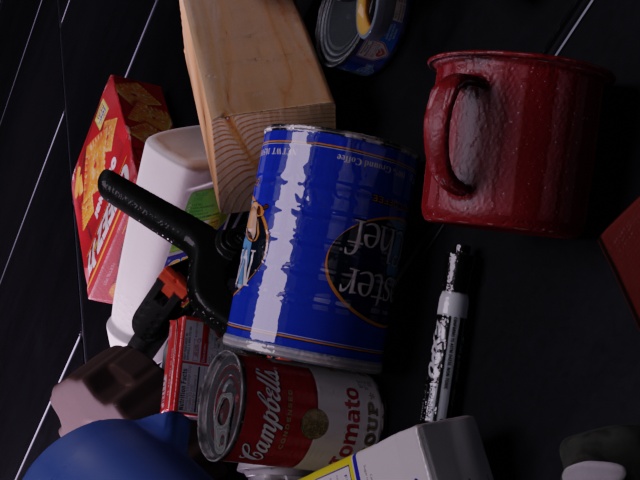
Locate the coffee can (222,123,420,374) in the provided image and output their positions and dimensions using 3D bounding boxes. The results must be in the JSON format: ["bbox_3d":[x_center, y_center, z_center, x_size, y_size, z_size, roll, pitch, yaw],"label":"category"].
[{"bbox_3d":[0.001,0.006,0.679,0.103,0.102,0.140,3,81,64],"label":"coffee can"}]

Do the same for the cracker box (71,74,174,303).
[{"bbox_3d":[-0.215,-0.057,1.176,0.164,0.072,0.214,-63,30,29],"label":"cracker box"}]

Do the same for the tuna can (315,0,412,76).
[{"bbox_3d":[0.031,-0.163,0.771,0.086,0.033,0.086,-37,47,53],"label":"tuna can"}]

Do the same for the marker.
[{"bbox_3d":[0.072,0.062,0.607,0.020,0.020,0.121,-2,77,63],"label":"marker"}]

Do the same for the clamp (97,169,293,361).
[{"bbox_3d":[-0.055,0.001,0.807,0.210,0.164,0.036,57,158,28],"label":"clamp"}]

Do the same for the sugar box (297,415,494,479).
[{"bbox_3d":[0.033,0.165,0.594,0.177,0.048,0.093,-36,63,51],"label":"sugar box"}]

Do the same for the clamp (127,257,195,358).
[{"bbox_3d":[-0.130,0.064,0.882,0.120,0.039,0.171,-54,-6,-11],"label":"clamp"}]

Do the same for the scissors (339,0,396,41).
[{"bbox_3d":[0.046,-0.202,0.656,0.202,0.016,0.096,125,137,-60],"label":"scissors"}]

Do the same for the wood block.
[{"bbox_3d":[-0.053,-0.125,0.828,0.206,0.090,0.091,-107,12,-45],"label":"wood block"}]

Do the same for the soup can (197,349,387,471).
[{"bbox_3d":[-0.018,0.110,0.672,0.069,0.102,0.068,-37,47,53],"label":"soup can"}]

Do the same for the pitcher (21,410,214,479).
[{"bbox_3d":[-0.091,0.214,0.632,0.243,0.144,0.149,19,118,56],"label":"pitcher"}]

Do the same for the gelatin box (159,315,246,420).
[{"bbox_3d":[-0.073,0.100,0.801,0.030,0.089,0.073,-25,57,59],"label":"gelatin box"}]

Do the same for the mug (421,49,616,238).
[{"bbox_3d":[0.088,-0.046,0.522,0.093,0.117,0.081,7,90,37],"label":"mug"}]

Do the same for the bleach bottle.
[{"bbox_3d":[-0.138,0.022,0.980,0.068,0.102,0.251,34,121,28],"label":"bleach bottle"}]
